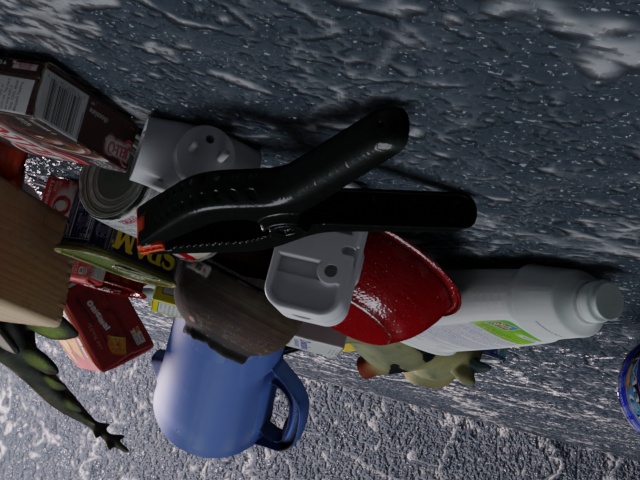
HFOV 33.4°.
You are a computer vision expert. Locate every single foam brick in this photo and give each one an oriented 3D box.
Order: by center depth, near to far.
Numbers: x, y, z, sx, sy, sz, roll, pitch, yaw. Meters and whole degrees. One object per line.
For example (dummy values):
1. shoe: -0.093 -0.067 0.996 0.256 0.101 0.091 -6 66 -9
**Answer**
1. foam brick: -0.056 0.001 0.894 0.053 0.051 0.078 9 168 27

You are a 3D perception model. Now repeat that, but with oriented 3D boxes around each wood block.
1. wood block: -0.268 -0.002 0.784 0.090 0.091 0.206 4 166 15

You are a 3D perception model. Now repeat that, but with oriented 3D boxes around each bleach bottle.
1. bleach bottle: 0.153 0.057 0.883 0.102 0.068 0.251 20 166 -28

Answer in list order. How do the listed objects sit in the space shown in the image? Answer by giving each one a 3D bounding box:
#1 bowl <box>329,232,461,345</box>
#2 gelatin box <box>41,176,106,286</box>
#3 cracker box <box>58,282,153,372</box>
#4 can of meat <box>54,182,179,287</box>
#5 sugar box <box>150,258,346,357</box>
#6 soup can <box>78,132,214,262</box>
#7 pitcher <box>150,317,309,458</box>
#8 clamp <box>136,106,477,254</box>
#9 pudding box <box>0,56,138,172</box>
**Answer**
1. bowl: 0.027 0.036 0.837 0.162 0.055 0.162 27 161 10
2. gelatin box: -0.222 -0.008 0.962 0.073 0.089 0.030 10 168 24
3. cracker box: -0.274 0.065 1.214 0.072 0.164 0.214 -29 -175 -19
4. can of meat: -0.149 -0.017 0.837 0.058 0.084 0.102 6 166 38
5. sugar box: -0.057 0.040 0.969 0.176 0.093 0.048 17 158 -8
6. soup can: -0.116 -0.031 0.768 0.069 0.068 0.102 7 167 34
7. pitcher: -0.089 0.122 1.091 0.149 0.145 0.243 -3 147 -15
8. clamp: -0.013 -0.020 0.650 0.210 0.036 0.164 -13 159 25
9. pudding box: -0.182 -0.081 0.675 0.090 0.039 0.113 11 168 22
